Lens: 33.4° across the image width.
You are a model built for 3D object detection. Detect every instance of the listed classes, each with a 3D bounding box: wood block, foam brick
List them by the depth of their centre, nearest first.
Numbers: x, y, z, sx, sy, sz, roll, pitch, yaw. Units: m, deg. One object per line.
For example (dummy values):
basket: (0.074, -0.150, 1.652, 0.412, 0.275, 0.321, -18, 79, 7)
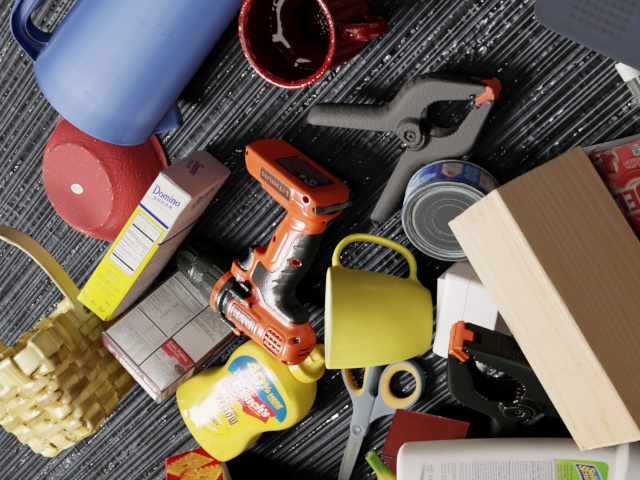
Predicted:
wood block: (0.200, 0.045, 0.821, 0.206, 0.090, 0.090, 60, 157, 6)
foam brick: (0.105, 0.196, 1.000, 0.078, 0.051, 0.053, 7, 151, 29)

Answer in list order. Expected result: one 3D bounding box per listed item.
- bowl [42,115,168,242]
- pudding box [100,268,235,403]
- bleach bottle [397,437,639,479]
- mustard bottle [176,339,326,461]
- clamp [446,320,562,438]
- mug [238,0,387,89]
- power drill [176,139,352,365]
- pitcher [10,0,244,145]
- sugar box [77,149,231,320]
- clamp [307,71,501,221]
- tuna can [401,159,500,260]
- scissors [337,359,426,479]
bowl: (-0.235, -0.063, 1.107, 0.162, 0.055, 0.162, 12, 116, 27)
pudding box: (-0.153, 0.095, 1.089, 0.090, 0.113, 0.039, 45, 154, 8)
bleach bottle: (0.193, 0.218, 0.900, 0.251, 0.068, 0.102, -3, 88, 14)
mustard bottle: (-0.060, 0.151, 1.089, 0.192, 0.058, 0.096, -34, 86, 36)
clamp: (0.164, 0.136, 0.908, 0.209, 0.036, 0.165, 36, 136, -29)
mug: (0.001, -0.182, 0.900, 0.117, 0.081, 0.093, 6, 112, 29)
power drill: (-0.057, 0.001, 1.018, 0.185, 0.057, 0.188, 36, 124, 29)
pitcher: (-0.152, -0.213, 0.947, 0.243, 0.149, 0.145, -45, 71, 32)
sugar box: (-0.165, -0.006, 1.053, 0.048, 0.093, 0.176, 38, 117, 4)
clamp: (0.082, -0.085, 0.919, 0.172, 0.039, 0.120, -15, 116, 32)
tuna can: (0.113, -0.025, 0.910, 0.086, 0.033, 0.086, 8, 128, 10)
scissors: (0.057, 0.183, 1.058, 0.096, 0.016, 0.202, 11, 115, 27)
